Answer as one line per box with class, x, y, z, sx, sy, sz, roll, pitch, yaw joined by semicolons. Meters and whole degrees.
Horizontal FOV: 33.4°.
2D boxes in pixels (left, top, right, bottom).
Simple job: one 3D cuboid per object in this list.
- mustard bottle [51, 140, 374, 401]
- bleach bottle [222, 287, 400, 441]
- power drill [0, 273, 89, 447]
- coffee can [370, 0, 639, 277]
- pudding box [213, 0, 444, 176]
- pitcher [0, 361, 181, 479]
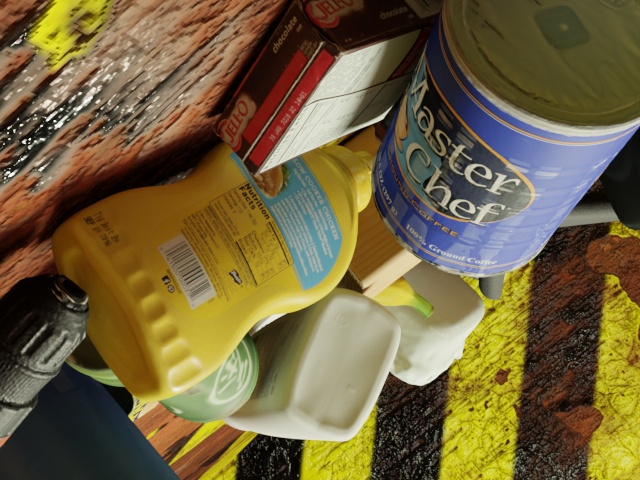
mustard bottle;-0.036;-0.004;0.547;0.191;0.096;0.058;-32;-176;-39
bleach bottle;-0.029;0.098;0.817;0.102;0.068;0.251;-66;-165;-15
power drill;-0.196;0.083;0.432;0.184;0.057;0.187;-46;163;13
coffee can;0.089;-0.058;0.503;0.102;0.103;0.140;-34;164;-25
pudding box;0.011;-0.086;0.521;0.113;0.039;0.090;-27;164;-45
pitcher;-0.134;0.199;0.679;0.149;0.243;0.144;-42;170;18
